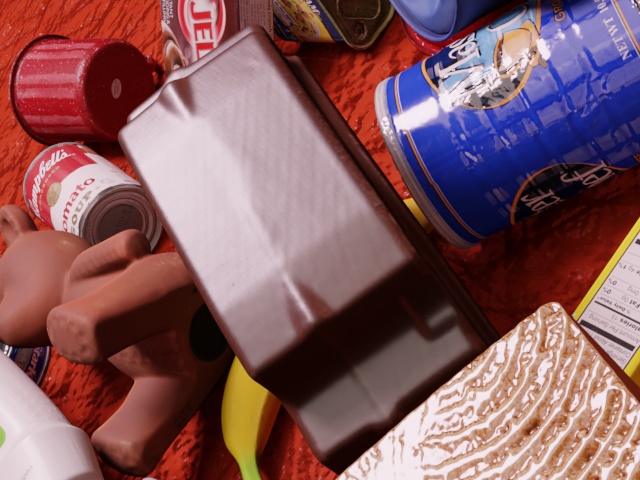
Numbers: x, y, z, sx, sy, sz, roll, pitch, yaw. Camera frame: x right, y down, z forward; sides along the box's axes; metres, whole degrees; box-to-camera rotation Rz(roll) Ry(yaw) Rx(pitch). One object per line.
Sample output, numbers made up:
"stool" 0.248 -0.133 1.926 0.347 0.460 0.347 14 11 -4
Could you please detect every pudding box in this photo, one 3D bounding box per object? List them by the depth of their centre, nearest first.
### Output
"pudding box" -0.072 -0.125 0.756 0.090 0.039 0.113 17 117 47

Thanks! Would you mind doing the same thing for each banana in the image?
"banana" -0.004 0.050 0.622 0.070 0.037 0.198 28 82 29

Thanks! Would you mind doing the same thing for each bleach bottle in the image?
"bleach bottle" -0.201 0.122 0.627 0.251 0.067 0.102 29 100 41

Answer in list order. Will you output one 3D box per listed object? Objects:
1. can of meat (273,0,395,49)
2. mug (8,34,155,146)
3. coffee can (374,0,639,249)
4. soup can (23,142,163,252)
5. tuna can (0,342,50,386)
"can of meat" -0.010 -0.183 0.742 0.084 0.102 0.057 13 61 48
"mug" -0.181 -0.126 0.868 0.082 0.093 0.117 6 29 37
"coffee can" 0.114 -0.070 0.555 0.140 0.102 0.103 -27 46 23
"soup can" -0.168 -0.026 0.790 0.068 0.068 0.102 -54 43 -4
"tuna can" -0.244 0.092 0.794 0.086 0.033 0.086 -22 49 27
